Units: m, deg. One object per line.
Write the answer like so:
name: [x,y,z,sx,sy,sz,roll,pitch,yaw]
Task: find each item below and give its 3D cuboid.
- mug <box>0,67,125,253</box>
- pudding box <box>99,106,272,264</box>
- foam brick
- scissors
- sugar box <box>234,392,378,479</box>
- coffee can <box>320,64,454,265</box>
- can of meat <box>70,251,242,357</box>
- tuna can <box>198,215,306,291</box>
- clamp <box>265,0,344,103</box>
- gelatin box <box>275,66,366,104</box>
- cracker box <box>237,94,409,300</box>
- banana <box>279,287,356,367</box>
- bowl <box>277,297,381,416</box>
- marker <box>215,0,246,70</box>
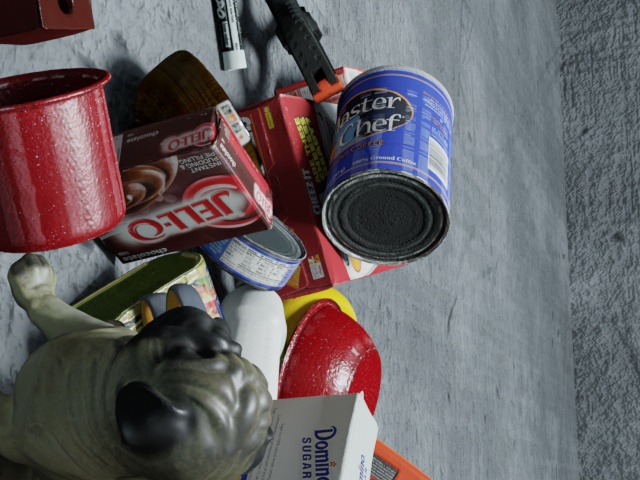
mug: [-0.156,-0.047,0.591,0.117,0.093,0.081,-136,-144,-65]
pudding box: [-0.098,-0.033,0.681,0.090,0.114,0.039,58,27,-49]
foam brick: [-0.169,-0.154,0.609,0.053,0.051,0.078,-26,110,-67]
scissors: [-0.058,0.109,0.584,0.202,0.016,0.096,65,-29,24]
sugar box: [-0.058,0.147,0.658,0.093,0.176,0.048,-74,151,-42]
coffee can: [0.058,-0.064,0.887,0.140,0.103,0.103,-81,156,-45]
can of meat: [-0.106,0.065,0.684,0.101,0.058,0.084,-34,117,-36]
tuna can: [-0.055,0.001,0.825,0.034,0.086,0.086,-55,166,16]
clamp: [-0.018,-0.185,0.959,0.120,0.039,0.171,35,29,-61]
gelatin box: [0.008,-0.141,1.028,0.089,0.073,0.030,-13,88,-68]
cracker box: [-0.001,-0.039,0.964,0.213,0.072,0.164,-10,84,-68]
banana: [-0.005,0.073,1.009,0.197,0.037,0.069,-5,107,-68]
bowl: [0.013,0.135,0.958,0.162,0.055,0.162,11,90,-68]
marker: [-0.080,-0.204,0.895,0.020,0.020,0.121,-26,109,-67]
